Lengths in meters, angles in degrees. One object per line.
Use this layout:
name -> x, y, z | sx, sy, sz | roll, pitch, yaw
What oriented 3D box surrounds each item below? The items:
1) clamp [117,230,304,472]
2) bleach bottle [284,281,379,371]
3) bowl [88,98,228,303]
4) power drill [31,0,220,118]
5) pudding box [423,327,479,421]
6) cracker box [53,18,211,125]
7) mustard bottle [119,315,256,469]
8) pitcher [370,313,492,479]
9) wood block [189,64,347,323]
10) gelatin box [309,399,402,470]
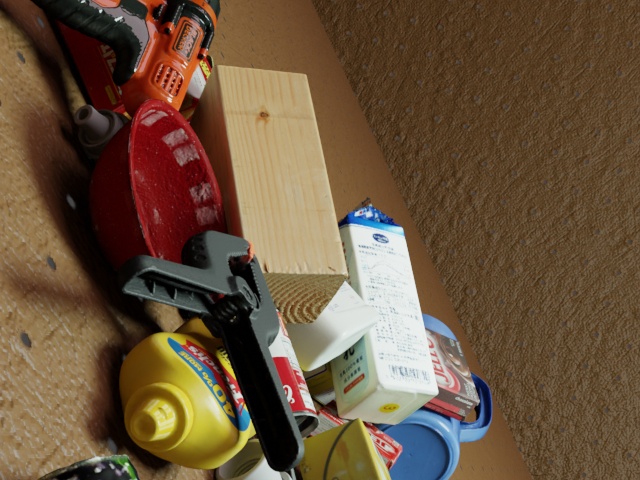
clamp -> -0.069, 0.040, 0.715 | 0.164, 0.036, 0.210 | 52, 13, -22
bleach bottle -> -0.057, 0.001, 0.997 | 0.251, 0.068, 0.102 | 51, 24, 11
bowl -> -0.124, -0.020, 0.786 | 0.162, 0.055, 0.162 | -14, 90, -75
power drill -> -0.161, -0.205, 0.832 | 0.187, 0.057, 0.184 | 34, 50, -27
pudding box -> 0.121, 0.142, 1.191 | 0.090, 0.039, 0.113 | 25, 24, -19
cracker box -> -0.170, -0.186, 0.982 | 0.164, 0.072, 0.213 | 66, 9, 3
mustard bottle -> -0.085, 0.103, 0.712 | 0.096, 0.058, 0.191 | 52, 10, 4
pitcher -> 0.118, 0.196, 1.280 | 0.145, 0.149, 0.242 | 63, 13, -17
wood block -> -0.049, -0.040, 0.917 | 0.090, 0.090, 0.206 | 123, -37, -52
gelatin box -> 0.035, 0.197, 1.054 | 0.089, 0.030, 0.073 | 33, 6, 10
